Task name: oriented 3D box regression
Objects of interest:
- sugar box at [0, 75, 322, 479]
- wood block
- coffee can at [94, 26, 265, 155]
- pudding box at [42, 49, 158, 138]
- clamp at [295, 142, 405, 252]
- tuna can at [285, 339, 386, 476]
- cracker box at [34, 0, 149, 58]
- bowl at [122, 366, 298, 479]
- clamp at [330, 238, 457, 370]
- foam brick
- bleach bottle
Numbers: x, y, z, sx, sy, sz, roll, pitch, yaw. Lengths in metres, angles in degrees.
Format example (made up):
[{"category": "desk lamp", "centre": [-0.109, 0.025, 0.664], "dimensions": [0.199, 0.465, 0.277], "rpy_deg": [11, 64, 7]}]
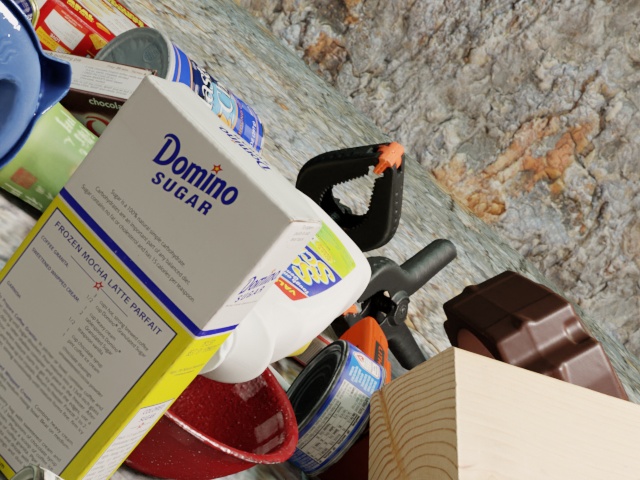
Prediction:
[{"category": "sugar box", "centre": [-0.088, 0.026, 0.466], "dimensions": [0.093, 0.176, 0.048], "rpy_deg": [45, 13, 14]}, {"category": "wood block", "centre": [0.139, 0.144, 0.639], "dimensions": [0.205, 0.090, 0.091], "rpy_deg": [18, 56, -24]}, {"category": "coffee can", "centre": [-0.130, -0.109, 0.946], "dimensions": [0.140, 0.103, 0.103], "rpy_deg": [36, 12, -50]}, {"category": "pudding box", "centre": [-0.160, -0.086, 0.752], "dimensions": [0.114, 0.039, 0.090], "rpy_deg": [11, -34, 17]}, {"category": "clamp", "centre": [-0.003, -0.019, 0.906], "dimensions": [0.164, 0.210, 0.036], "rpy_deg": [36, 44, 2]}, {"category": "tuna can", "centre": [0.003, 0.106, 0.687], "dimensions": [0.033, 0.086, 0.086], "rpy_deg": [38, 13, -11]}, {"category": "cracker box", "centre": [-0.247, -0.212, 1.049], "dimensions": [0.164, 0.072, 0.214], "rpy_deg": [39, 12, -18]}, {"category": "bowl", "centre": [-0.089, 0.076, 0.577], "dimensions": [0.162, 0.055, 0.162], "rpy_deg": [40, 12, -11]}, {"category": "clamp", "centre": [0.056, 0.062, 0.892], "dimensions": [0.039, 0.120, 0.171], "rpy_deg": [13, 12, 38]}, {"category": "foam brick", "centre": [0.042, 0.135, 0.694], "dimensions": [0.051, 0.078, 0.053], "rpy_deg": [41, 46, -3]}, {"category": "bleach bottle", "centre": [-0.034, 0.032, 0.626], "dimensions": [0.102, 0.068, 0.250], "rpy_deg": [47, 15, -2]}]
